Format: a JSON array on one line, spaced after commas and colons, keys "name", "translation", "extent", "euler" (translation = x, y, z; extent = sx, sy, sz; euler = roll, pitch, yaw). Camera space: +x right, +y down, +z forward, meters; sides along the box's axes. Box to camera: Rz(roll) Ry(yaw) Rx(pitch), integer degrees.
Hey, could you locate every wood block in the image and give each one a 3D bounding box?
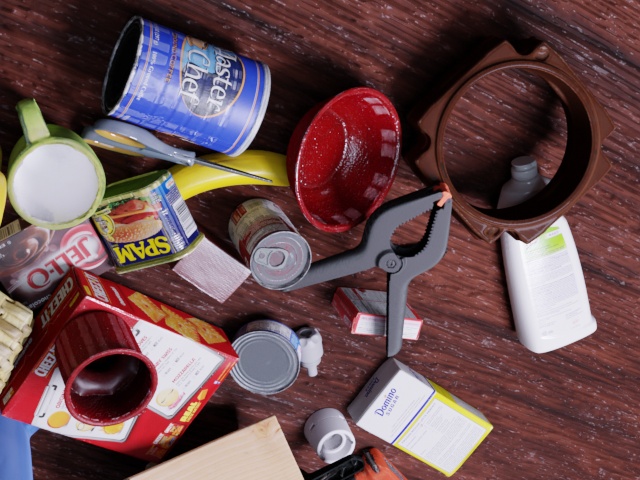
[{"name": "wood block", "translation": [-0.134, 0.284, 1.221], "extent": [0.205, 0.090, 0.091], "euler": [-18, 77, -40]}]

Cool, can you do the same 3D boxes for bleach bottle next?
[{"name": "bleach bottle", "translation": [0.276, 0.012, 1.321], "extent": [0.102, 0.068, 0.251], "euler": [-21, 117, -13]}]

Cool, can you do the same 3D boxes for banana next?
[{"name": "banana", "translation": [-0.105, -0.067, 1.162], "extent": [0.197, 0.037, 0.070], "euler": [-15, 145, -10]}]

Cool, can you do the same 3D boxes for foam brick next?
[{"name": "foam brick", "translation": [-0.125, 0.023, 1.184], "extent": [0.078, 0.053, 0.051], "euler": [37, 97, -29]}]

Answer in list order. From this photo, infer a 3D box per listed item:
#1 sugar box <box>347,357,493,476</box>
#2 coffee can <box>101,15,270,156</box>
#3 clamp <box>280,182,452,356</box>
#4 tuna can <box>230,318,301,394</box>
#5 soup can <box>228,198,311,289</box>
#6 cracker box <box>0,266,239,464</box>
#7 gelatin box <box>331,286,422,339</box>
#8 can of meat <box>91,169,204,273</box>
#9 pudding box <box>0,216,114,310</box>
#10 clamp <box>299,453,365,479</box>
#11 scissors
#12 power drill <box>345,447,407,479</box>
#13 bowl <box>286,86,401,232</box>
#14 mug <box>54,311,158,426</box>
[{"name": "sugar box", "translation": [0.129, 0.229, 1.378], "extent": [0.176, 0.048, 0.093], "euler": [35, 99, -26]}, {"name": "coffee can", "translation": [-0.135, -0.153, 1.069], "extent": [0.140, 0.103, 0.103], "euler": [17, 107, -26]}, {"name": "clamp", "translation": [0.064, 0.017, 1.171], "extent": [0.164, 0.036, 0.210], "euler": [26, 112, -16]}, {"name": "tuna can", "translation": [-0.065, 0.136, 1.252], "extent": [0.086, 0.033, 0.086], "euler": [2, 115, 5]}, {"name": "soup can", "translation": [-0.058, 0.001, 1.169], "extent": [0.068, 0.102, 0.068], "euler": [-8, 116, -17]}, {"name": "cracker box", "translation": [-0.222, 0.141, 1.174], "extent": [0.213, 0.072, 0.164], "euler": [28, 104, -38]}, {"name": "gelatin box", "translation": [0.067, 0.087, 1.271], "extent": [0.089, 0.073, 0.030], "euler": [7, 111, -23]}, {"name": "can of meat", "translation": [-0.185, -0.021, 1.116], "extent": [0.102, 0.057, 0.084], "euler": [-13, 112, 27]}, {"name": "pudding box", "translation": [-0.288, 0.013, 1.127], "extent": [0.113, 0.039, 0.090], "euler": [-27, 122, -5]}, {"name": "clamp", "translation": [-0.029, 0.320, 1.299], "extent": [0.172, 0.120, 0.039], "euler": [-19, 120, 39]}, {"name": "scissors", "translation": [-0.146, -0.091, 1.083], "extent": [0.201, 0.096, 0.016], "euler": [12, 80, -1]}, {"name": "power drill", "translation": [0.041, 0.376, 1.406], "extent": [0.187, 0.057, 0.184], "euler": [-40, 121, 1]}, {"name": "bowl", "translation": [0.015, -0.093, 1.161], "extent": [0.161, 0.055, 0.162], "euler": [-22, 123, -39]}, {"name": "mug", "translation": [-0.212, 0.132, 1.072], "extent": [0.093, 0.082, 0.117], "euler": [-38, 129, 0]}]
